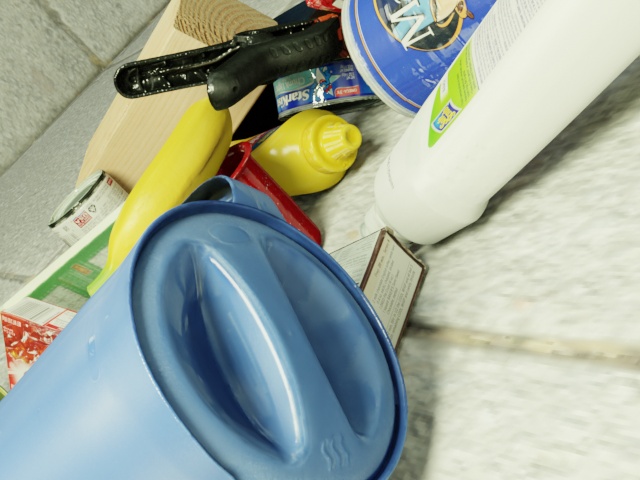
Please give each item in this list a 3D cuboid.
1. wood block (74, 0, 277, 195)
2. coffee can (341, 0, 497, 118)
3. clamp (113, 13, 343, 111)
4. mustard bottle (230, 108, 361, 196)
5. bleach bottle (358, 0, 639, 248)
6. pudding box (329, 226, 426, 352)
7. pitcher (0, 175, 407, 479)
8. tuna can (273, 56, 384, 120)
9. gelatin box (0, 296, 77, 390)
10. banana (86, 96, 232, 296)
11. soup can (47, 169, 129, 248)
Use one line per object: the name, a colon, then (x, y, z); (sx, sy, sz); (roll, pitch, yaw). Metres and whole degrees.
wood block: (-0.127, -0.111, 0.926); (0.206, 0.090, 0.090); (-51, 24, 37)
coffee can: (0.098, -0.152, 0.680); (0.141, 0.102, 0.102); (-27, 25, 40)
clamp: (-0.043, -0.123, 0.731); (0.171, 0.039, 0.120); (-24, 31, -28)
mustard bottle: (-0.032, -0.059, 0.806); (0.096, 0.058, 0.192); (-31, 11, -34)
bleach bottle: (0.101, -0.086, 0.542); (0.251, 0.068, 0.102); (-50, 16, 32)
pudding box: (-0.001, 0.053, 0.549); (0.090, 0.039, 0.113); (-25, 29, 38)
pitcher: (-0.088, 0.091, 0.479); (0.243, 0.145, 0.149); (-40, -3, 35)
tuna can: (0.007, -0.116, 0.822); (0.086, 0.034, 0.086); (-10, 1, 0)
gelatin box: (-0.168, 0.084, 0.707); (0.089, 0.073, 0.030); (14, 27, 28)
banana: (-0.093, -0.046, 0.686); (0.070, 0.037, 0.197); (-26, 26, 38)
soup can: (-0.173, -0.002, 0.909); (0.069, 0.102, 0.068); (-38, 20, 16)
